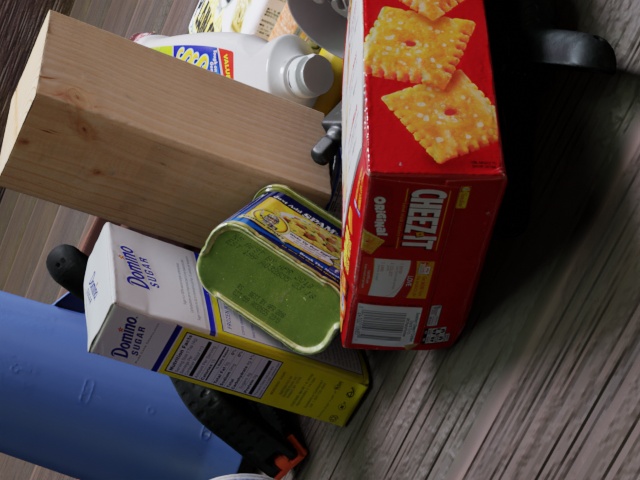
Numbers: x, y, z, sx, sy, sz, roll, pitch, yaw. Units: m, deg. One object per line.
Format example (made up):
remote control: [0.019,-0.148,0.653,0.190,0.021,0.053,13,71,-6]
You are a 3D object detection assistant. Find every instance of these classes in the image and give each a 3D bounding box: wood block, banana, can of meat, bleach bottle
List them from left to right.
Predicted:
wood block: [-0.104,-0.064,0.735,0.090,0.205,0.091,-52,30,40]
bleach bottle: [-0.074,-0.130,0.868,0.251,0.068,0.102,2,82,54]
can of meat: [-0.017,0.017,0.666,0.057,0.102,0.083,-60,-7,24]
banana: [0.016,-0.150,0.835,0.198,0.037,0.070,-63,28,20]

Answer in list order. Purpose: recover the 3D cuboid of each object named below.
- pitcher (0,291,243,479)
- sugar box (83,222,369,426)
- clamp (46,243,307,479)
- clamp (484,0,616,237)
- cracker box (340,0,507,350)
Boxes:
pitcher: [-0.174,0.108,0.811,0.145,0.242,0.149,-60,18,30]
sugar box: [-0.060,0.054,0.674,0.048,0.176,0.093,-61,25,23]
clamp: [-0.091,0.076,0.733,0.036,0.164,0.210,-45,69,15]
clamp: [0.106,-0.086,0.584,0.171,0.039,0.120,-96,27,-56]
cracker box: [0.049,-0.070,0.587,0.164,0.072,0.213,94,178,-56]
